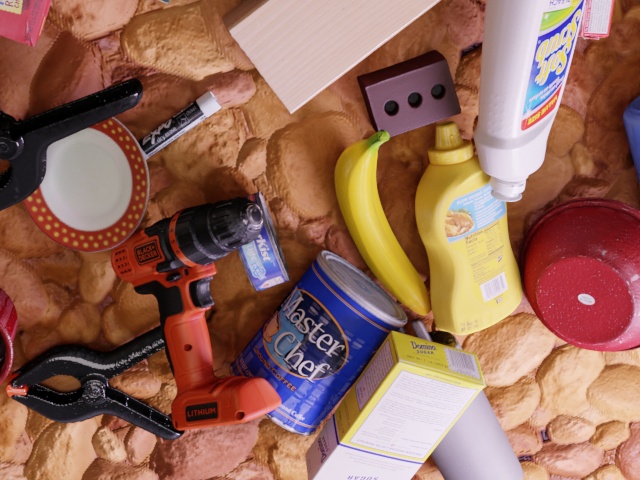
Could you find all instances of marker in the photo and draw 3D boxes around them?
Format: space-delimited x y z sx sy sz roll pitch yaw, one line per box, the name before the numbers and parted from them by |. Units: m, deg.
marker | -0.143 -0.092 0.955 0.121 0.020 0.020 -35 109 5

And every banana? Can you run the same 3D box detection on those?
banana | 0.053 -0.015 0.982 0.037 0.070 0.198 -36 124 -26

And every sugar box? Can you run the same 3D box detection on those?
sugar box | 0.064 0.164 0.973 0.093 0.048 0.176 18 127 -22

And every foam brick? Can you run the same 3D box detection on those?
foam brick | 0.079 -0.130 0.953 0.078 0.051 0.053 -20 110 -1

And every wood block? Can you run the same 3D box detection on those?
wood block | 0.026 -0.211 0.900 0.206 0.090 0.090 -37 109 5

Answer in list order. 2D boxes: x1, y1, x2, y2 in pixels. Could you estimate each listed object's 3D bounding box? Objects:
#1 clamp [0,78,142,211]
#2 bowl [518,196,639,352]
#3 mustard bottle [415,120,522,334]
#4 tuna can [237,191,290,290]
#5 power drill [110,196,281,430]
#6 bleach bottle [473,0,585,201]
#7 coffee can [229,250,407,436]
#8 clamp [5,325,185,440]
clamp | -0.272 -0.096 0.894 0.164 0.036 0.210 30 120 -29
bowl | 0.251 0.044 0.985 0.162 0.055 0.162 14 121 25
mustard bottle | 0.132 -0.016 0.985 0.096 0.058 0.191 -25 112 -32
tuna can | -0.056 0.001 0.961 0.034 0.086 0.086 -19 109 1
power drill | -0.096 0.064 0.922 0.057 0.185 0.187 -15 88 -45
bleach bottle | 0.177 -0.154 0.900 0.102 0.068 0.251 -26 129 -42
coffee can | -0.003 0.095 0.989 0.102 0.103 0.140 36 100 -16
clamp | -0.207 0.144 1.014 0.171 0.039 0.120 -8 104 -1
